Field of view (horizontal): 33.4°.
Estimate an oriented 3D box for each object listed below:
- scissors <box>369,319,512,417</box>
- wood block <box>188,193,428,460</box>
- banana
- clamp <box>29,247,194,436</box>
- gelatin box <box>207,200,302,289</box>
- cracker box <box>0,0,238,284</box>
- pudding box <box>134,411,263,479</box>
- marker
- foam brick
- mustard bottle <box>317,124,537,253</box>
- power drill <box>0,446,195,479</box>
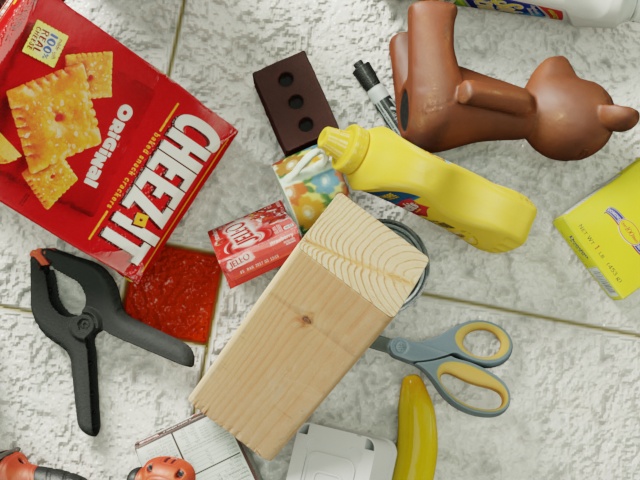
[{"bbox_3d":[0.086,0.085,0.956,0.202,0.016,0.096,31,65,7],"label":"scissors"},{"bbox_3d":[-0.014,0.075,0.866,0.091,0.090,0.206,37,128,1],"label":"wood block"},{"bbox_3d":[0.063,0.219,0.943,0.069,0.037,0.198,28,86,-1],"label":"banana"},{"bbox_3d":[-0.191,0.073,0.940,0.120,0.039,0.171,-27,89,-1],"label":"clamp"},{"bbox_3d":[-0.056,0.001,0.925,0.073,0.089,0.030,-24,110,-3],"label":"gelatin box"},{"bbox_3d":[-0.200,-0.087,0.892,0.213,0.072,0.164,35,86,-28],"label":"cracker box"},{"bbox_3d":[-0.101,0.210,0.937,0.090,0.039,0.113,-25,90,-3],"label":"pudding box"},{"bbox_3d":[0.066,-0.112,0.973,0.020,0.020,0.121,-33,88,-4],"label":"marker"},{"bbox_3d":[-0.022,-0.119,0.954,0.053,0.051,0.078,-24,88,-3],"label":"foam brick"},{"bbox_3d":[0.083,-0.049,0.903,0.191,0.096,0.058,24,87,-22],"label":"mustard bottle"},{"bbox_3d":[-0.203,0.261,0.904,0.188,0.057,0.184,10,92,8],"label":"power drill"}]
